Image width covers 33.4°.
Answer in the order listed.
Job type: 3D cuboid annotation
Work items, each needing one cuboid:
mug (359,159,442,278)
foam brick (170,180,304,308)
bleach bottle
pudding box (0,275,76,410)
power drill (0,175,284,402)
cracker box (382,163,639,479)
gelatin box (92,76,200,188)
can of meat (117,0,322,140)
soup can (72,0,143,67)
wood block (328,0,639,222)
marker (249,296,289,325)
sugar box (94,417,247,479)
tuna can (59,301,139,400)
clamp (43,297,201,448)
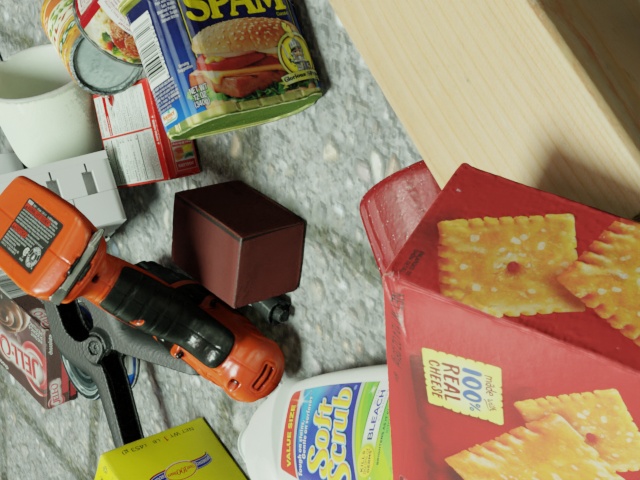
[{"bbox_3d":[0.069,0.008,0.523,0.117,0.093,0.081,75,176,-77],"label":"mug"},{"bbox_3d":[-0.055,0.001,0.694,0.078,0.052,0.051,33,126,43],"label":"foam brick"},{"bbox_3d":[0.020,0.124,0.611,0.251,0.068,0.102,-18,56,57],"label":"bleach bottle"},{"bbox_3d":[-0.273,0.093,1.013,0.114,0.039,0.090,33,126,42],"label":"pudding box"},{"bbox_3d":[-0.129,0.028,0.707,0.185,0.187,0.057,27,84,48],"label":"power drill"},{"bbox_3d":[0.129,0.081,0.379,0.214,0.072,0.164,22,143,23],"label":"cracker box"},{"bbox_3d":[-0.128,-0.078,0.779,0.089,0.030,0.073,-4,100,52],"label":"gelatin box"},{"bbox_3d":[-0.055,-0.109,0.618,0.058,0.101,0.084,-20,88,52],"label":"can of meat"},{"bbox_3d":[-0.104,-0.167,0.674,0.102,0.068,0.068,-42,69,38],"label":"soup can"},{"bbox_3d":[0.084,-0.087,0.458,0.206,0.090,0.091,61,141,18],"label":"wood block"},{"bbox_3d":[-0.062,0.024,0.738,0.121,0.020,0.020,34,127,40],"label":"marker"},{"bbox_3d":[-0.080,0.214,0.766,0.176,0.093,0.048,45,134,32],"label":"sugar box"},{"bbox_3d":[-0.192,0.092,0.913,0.086,0.033,0.086,21,118,47],"label":"tuna can"},{"bbox_3d":[-0.157,0.079,0.835,0.120,0.039,0.171,-43,75,22],"label":"clamp"}]
